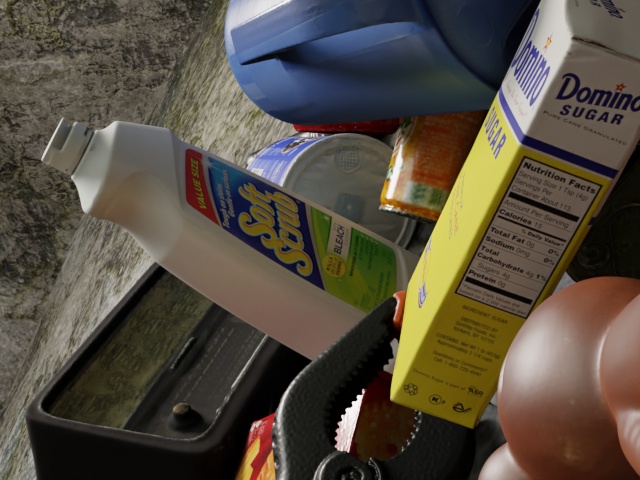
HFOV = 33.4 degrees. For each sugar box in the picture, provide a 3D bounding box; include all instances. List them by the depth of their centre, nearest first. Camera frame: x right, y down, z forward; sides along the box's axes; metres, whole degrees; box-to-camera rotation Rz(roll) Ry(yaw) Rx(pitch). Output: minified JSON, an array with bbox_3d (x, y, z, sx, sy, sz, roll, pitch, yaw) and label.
[{"bbox_3d":[0.080,-0.017,0.436,0.093,0.048,0.176,-74,3,-57],"label":"sugar box"}]

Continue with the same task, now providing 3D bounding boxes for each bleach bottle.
[{"bbox_3d":[-0.054,0.001,0.663,0.068,0.250,0.102,-48,21,41],"label":"bleach bottle"}]

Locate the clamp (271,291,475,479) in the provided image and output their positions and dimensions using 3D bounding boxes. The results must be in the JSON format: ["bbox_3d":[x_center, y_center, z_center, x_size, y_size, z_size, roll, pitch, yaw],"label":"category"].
[{"bbox_3d":[0.005,0.117,0.479,0.036,0.165,0.210,77,-159,-55],"label":"clamp"}]

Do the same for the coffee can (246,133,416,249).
[{"bbox_3d":[0.002,-0.028,0.803,0.103,0.102,0.140,-63,16,-3],"label":"coffee can"}]

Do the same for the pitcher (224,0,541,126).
[{"bbox_3d":[0.033,-0.123,0.571,0.243,0.149,0.145,-1,63,61],"label":"pitcher"}]
